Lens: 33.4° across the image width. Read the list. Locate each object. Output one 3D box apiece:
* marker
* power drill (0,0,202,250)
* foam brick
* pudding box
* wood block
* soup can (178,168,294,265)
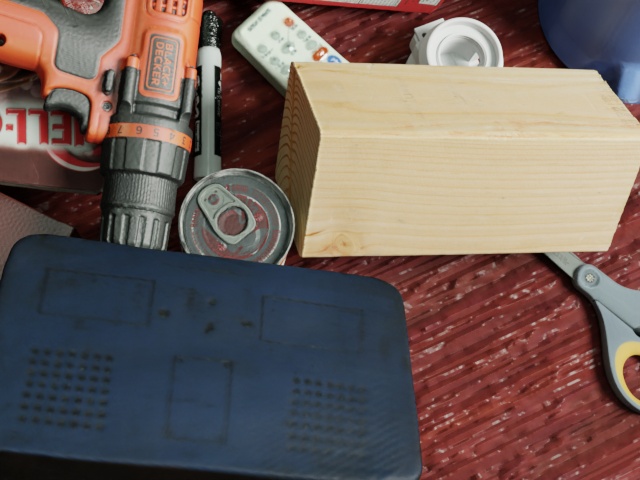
[{"bbox_3d":[-0.077,-0.100,0.729,0.020,0.020,0.121,1,78,-6],"label":"marker"},{"bbox_3d":[-0.163,-0.082,0.605,0.187,0.057,0.184,9,79,-19],"label":"power drill"},{"bbox_3d":[-0.199,0.003,0.678,0.078,0.051,0.053,26,77,0],"label":"foam brick"},{"bbox_3d":[-0.183,-0.078,0.648,0.113,0.039,0.090,5,85,-15],"label":"pudding box"},{"bbox_3d":[0.084,-0.052,0.672,0.206,0.091,0.090,-1,38,-14],"label":"wood block"},{"bbox_3d":[-0.054,0.001,0.668,0.068,0.102,0.068,1,78,-6],"label":"soup can"}]
